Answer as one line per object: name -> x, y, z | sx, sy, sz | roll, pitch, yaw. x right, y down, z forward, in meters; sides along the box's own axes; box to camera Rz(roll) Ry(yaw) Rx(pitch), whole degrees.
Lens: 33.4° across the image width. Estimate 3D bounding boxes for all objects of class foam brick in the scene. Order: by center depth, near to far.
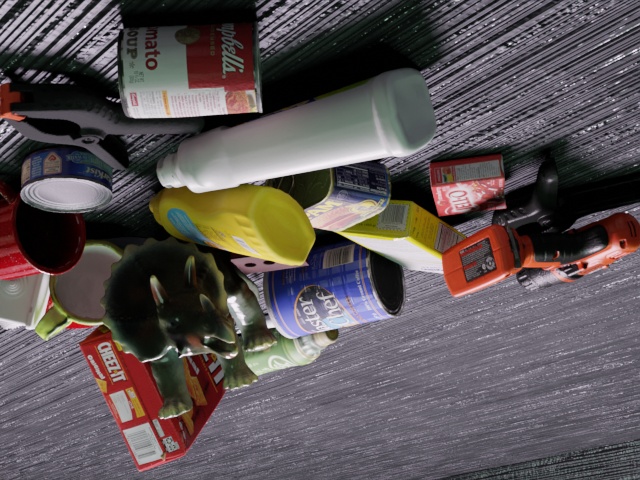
foam brick -> -0.058, 0.001, 1.183 | 0.078, 0.051, 0.053 | -8, 159, 13

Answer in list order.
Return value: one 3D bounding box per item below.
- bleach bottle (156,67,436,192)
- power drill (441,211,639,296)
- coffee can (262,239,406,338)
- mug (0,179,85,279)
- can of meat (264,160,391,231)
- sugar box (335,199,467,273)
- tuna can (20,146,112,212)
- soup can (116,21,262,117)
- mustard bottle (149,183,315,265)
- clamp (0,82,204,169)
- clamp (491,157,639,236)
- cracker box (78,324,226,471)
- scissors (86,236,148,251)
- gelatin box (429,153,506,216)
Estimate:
bleach bottle -> -0.034, -0.083, 0.908 | 0.251, 0.068, 0.102 | -12, -171, 26
power drill -> 0.227, 0.020, 1.161 | 0.187, 0.057, 0.185 | -6, 163, -32
coffee can -> 0.017, 0.054, 1.267 | 0.140, 0.103, 0.102 | -14, 158, 25
mug -> -0.303, -0.014, 1.062 | 0.082, 0.093, 0.117 | -12, 128, 34
can of meat -> 0.008, -0.048, 1.052 | 0.083, 0.057, 0.102 | 9, 157, -39
sugar box -> 0.100, -0.003, 1.182 | 0.093, 0.048, 0.176 | 6, 171, 33
tuna can -> -0.240, -0.057, 1.013 | 0.086, 0.034, 0.086 | -3, 160, -1
soup can -> -0.096, -0.127, 0.796 | 0.102, 0.068, 0.068 | -3, 160, -1
mustard bottle -> -0.101, -0.024, 1.036 | 0.192, 0.058, 0.096 | 10, 158, 42
clamp -> -0.184, -0.102, 0.896 | 0.120, 0.039, 0.171 | -23, 160, 29
clamp -> 0.245, -0.038, 1.150 | 0.164, 0.036, 0.210 | 9, 157, -33
cracker box -> -0.187, 0.147, 1.264 | 0.072, 0.164, 0.213 | -20, -169, 15
scissors -> -0.257, 0.000, 1.196 | 0.096, 0.016, 0.201 | -14, 158, 21
gelatin box -> 0.152, -0.055, 1.096 | 0.073, 0.030, 0.089 | -7, 160, 8
